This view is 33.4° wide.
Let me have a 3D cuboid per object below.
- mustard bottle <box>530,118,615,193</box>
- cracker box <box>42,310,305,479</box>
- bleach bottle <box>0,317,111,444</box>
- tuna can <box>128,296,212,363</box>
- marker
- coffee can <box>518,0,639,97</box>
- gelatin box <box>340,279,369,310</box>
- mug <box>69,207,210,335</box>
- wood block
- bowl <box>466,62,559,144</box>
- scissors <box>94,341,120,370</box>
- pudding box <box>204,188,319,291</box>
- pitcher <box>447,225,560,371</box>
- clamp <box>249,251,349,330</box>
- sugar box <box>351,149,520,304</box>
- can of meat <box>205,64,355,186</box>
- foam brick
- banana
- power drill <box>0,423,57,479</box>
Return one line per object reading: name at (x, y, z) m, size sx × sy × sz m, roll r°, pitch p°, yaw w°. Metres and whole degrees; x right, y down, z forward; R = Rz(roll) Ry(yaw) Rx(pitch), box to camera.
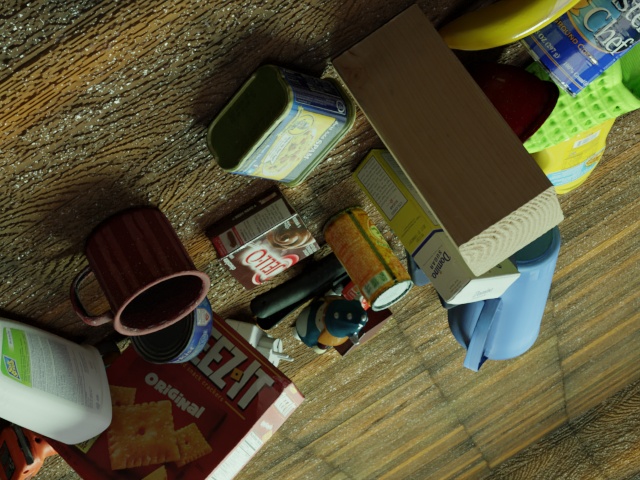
mustard bottle at (0.292, -0.108, 1.261) m, size 0.096 × 0.058 × 0.191 m, roll -27°, pitch 155°, yaw -8°
cracker box at (-0.149, 0.180, 1.090) m, size 0.213 × 0.164 × 0.072 m, roll -47°, pitch 157°, yaw -10°
bleach bottle at (-0.283, 0.111, 0.968) m, size 0.068 × 0.102 × 0.250 m, roll -26°, pitch 151°, yaw 10°
tuna can at (-0.149, 0.079, 1.060) m, size 0.086 × 0.086 × 0.033 m, roll -42°, pitch 155°, yaw 21°
marker at (0.003, 0.081, 1.322) m, size 0.020 × 0.020 × 0.121 m, roll -5°, pitch 145°, yaw -45°
coffee can at (0.250, -0.213, 0.960) m, size 0.140 × 0.103 × 0.102 m, roll -41°, pitch 154°, yaw 20°
gelatin box at (0.065, 0.048, 1.284) m, size 0.073 × 0.030 × 0.089 m, roll -46°, pitch 168°, yaw 2°
mug at (-0.168, 0.031, 0.950) m, size 0.117 × 0.081 × 0.093 m, roll -29°, pitch 156°, yaw -6°
wood block at (0.107, -0.085, 0.906) m, size 0.091 × 0.206 × 0.090 m, roll -35°, pitch 156°, yaw 5°
bowl at (0.143, -0.119, 1.012) m, size 0.162 × 0.055 × 0.162 m, roll -34°, pitch -161°, yaw 14°
scissors at (-0.298, 0.170, 1.139) m, size 0.201 × 0.016 × 0.096 m, roll -31°, pitch 156°, yaw -2°
pudding box at (-0.057, 0.001, 1.077) m, size 0.090 × 0.039 × 0.113 m, roll -32°, pitch 156°, yaw 1°
pitcher at (0.244, 0.061, 1.430) m, size 0.145 × 0.149 × 0.243 m, roll -16°, pitch 150°, yaw -9°
clamp at (-0.010, 0.046, 1.210) m, size 0.171 × 0.039 × 0.120 m, roll -36°, pitch 175°, yaw 2°
sugar box at (0.116, -0.016, 1.082) m, size 0.093 × 0.176 × 0.048 m, roll -3°, pitch 143°, yaw -47°
can of meat at (-0.035, -0.097, 0.900) m, size 0.083 × 0.057 × 0.102 m, roll 6°, pitch 136°, yaw -51°
foam brick at (0.044, 0.101, 1.349) m, size 0.053 × 0.051 × 0.078 m, roll -50°, pitch 166°, yaw 33°
banana at (0.189, -0.219, 0.916) m, size 0.198 × 0.070 × 0.037 m, roll -42°, pitch 146°, yaw 21°
power drill at (-0.273, 0.225, 1.219) m, size 0.187 × 0.057 × 0.185 m, roll -19°, pitch 159°, yaw -31°
